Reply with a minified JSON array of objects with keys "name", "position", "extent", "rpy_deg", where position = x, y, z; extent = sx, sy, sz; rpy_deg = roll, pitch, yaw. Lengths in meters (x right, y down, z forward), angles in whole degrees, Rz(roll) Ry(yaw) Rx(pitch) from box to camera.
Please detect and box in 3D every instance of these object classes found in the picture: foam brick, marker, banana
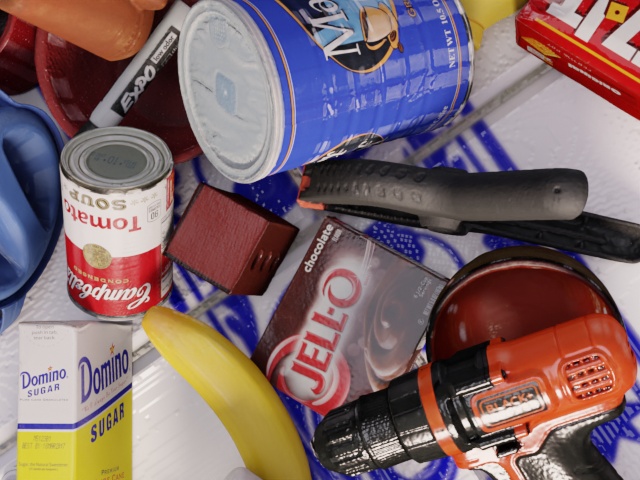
[{"name":"foam brick","position":[-0.054,0.001,0.669],"extent":[0.051,0.078,0.053],"rpy_deg":[29,94,12]},{"name":"marker","position":[-0.118,-0.096,0.662],"extent":[0.020,0.020,0.121],"rpy_deg":[39,94,12]},{"name":"banana","position":[-0.047,0.125,0.654],"extent":[0.069,0.037,0.198],"rpy_deg":[-18,102,-6]}]

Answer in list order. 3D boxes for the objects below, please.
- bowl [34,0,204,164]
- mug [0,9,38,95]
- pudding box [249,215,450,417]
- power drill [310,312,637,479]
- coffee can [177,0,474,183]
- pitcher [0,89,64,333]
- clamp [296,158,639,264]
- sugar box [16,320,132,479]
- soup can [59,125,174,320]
[{"name":"bowl","position":[-0.102,-0.124,0.700],"extent":[0.162,0.055,0.162],"rpy_deg":[-1,85,12]},{"name":"mug","position":[-0.238,-0.148,0.719],"extent":[0.117,0.081,0.093],"rpy_deg":[19,90,13]},{"name":"pudding box","position":[0.019,0.054,0.667],"extent":[0.090,0.039,0.113],"rpy_deg":[28,92,13]},{"name":"power drill","position":[0.108,0.146,0.597],"extent":[0.185,0.057,0.187],"rpy_deg":[-22,105,18]},{"name":"coffee can","position":[0.003,-0.099,0.617],"extent":[0.140,0.103,0.103],"rpy_deg":[-18,79,-31]},{"name":"pitcher","position":[-0.301,-0.032,0.709],"extent":[0.243,0.145,0.149],"rpy_deg":[11,76,17]},{"name":"clamp","position":[0.076,-0.024,0.613],"extent":[0.210,0.164,0.036],"rpy_deg":[10,84,23]},{"name":"sugar box","position":[-0.152,0.138,0.671],"extent":[0.048,0.093,0.176],"rpy_deg":[1,86,12]},{"name":"soup can","position":[-0.124,-0.010,0.656],"extent":[0.068,0.068,0.102],"rpy_deg":[18,130,13]}]
